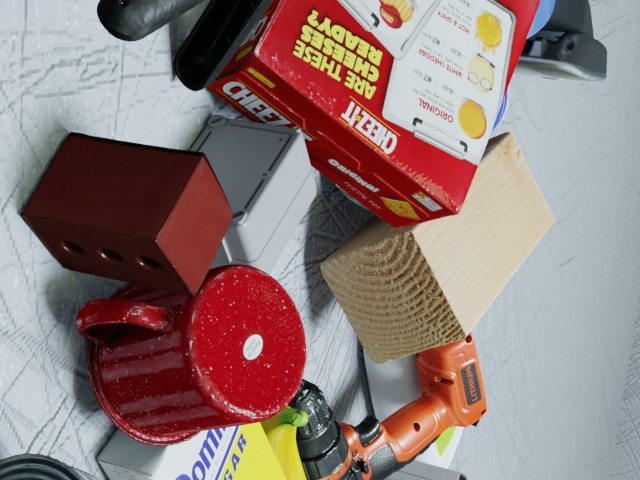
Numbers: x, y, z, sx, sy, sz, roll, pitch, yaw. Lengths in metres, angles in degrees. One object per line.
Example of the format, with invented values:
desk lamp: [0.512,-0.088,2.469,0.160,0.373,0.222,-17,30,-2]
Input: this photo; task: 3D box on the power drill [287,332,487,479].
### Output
power drill: [0.048,0.140,0.855,0.187,0.057,0.184,-36,132,-25]

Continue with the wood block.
wood block: [0.099,0.001,0.848,0.091,0.090,0.205,60,38,-10]

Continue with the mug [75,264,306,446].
mug: [-0.070,0.054,0.556,0.117,0.082,0.093,29,59,-35]

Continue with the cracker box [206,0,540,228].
cracker box: [0.044,-0.140,0.676,0.164,0.072,0.213,35,63,-23]

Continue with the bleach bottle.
bleach bottle: [0.075,0.110,0.959,0.102,0.068,0.251,-61,148,-33]

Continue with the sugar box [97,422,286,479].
sugar box: [-0.067,0.158,0.664,0.093,0.048,0.176,-58,145,-37]

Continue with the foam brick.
foam brick: [-0.091,-0.013,0.514,0.053,0.078,0.051,66,40,-52]

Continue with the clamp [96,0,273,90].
clamp: [-0.014,-0.154,0.522,0.210,0.036,0.164,-44,178,-3]

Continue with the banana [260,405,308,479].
banana: [-0.021,0.181,0.762,0.037,0.070,0.198,-25,127,-16]
